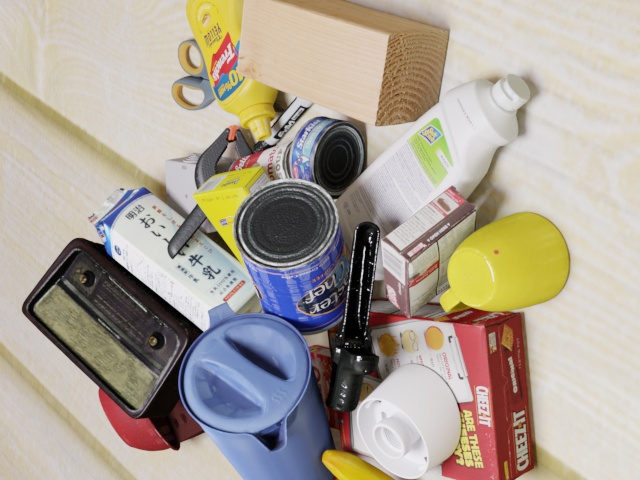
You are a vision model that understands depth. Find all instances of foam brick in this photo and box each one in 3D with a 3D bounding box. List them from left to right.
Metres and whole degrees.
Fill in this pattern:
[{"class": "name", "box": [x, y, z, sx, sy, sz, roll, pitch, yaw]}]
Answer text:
[{"class": "foam brick", "box": [-0.162, 0.229, 1.416, 0.078, 0.051, 0.053, -36, 75, 45]}]

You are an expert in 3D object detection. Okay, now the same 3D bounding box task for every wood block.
[{"class": "wood block", "box": [0.018, -0.189, 1.082, 0.206, 0.090, 0.091, 26, 119, 40]}]

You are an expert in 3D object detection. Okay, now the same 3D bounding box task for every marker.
[{"class": "marker", "box": [-0.042, -0.133, 1.213, 0.121, 0.020, 0.020, -43, 69, 44]}]

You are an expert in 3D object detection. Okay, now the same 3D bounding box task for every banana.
[{"class": "banana", "box": [0.086, 0.282, 1.136, 0.198, 0.037, 0.069, 36, 172, 7]}]

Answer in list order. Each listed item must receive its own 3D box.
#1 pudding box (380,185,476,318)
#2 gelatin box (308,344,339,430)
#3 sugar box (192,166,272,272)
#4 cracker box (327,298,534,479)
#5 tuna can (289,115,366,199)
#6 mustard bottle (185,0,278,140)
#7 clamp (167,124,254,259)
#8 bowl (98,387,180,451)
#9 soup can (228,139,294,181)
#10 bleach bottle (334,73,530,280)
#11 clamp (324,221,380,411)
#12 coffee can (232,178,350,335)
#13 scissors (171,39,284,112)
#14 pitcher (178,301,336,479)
[{"class": "pudding box", "box": [0.104, 0.013, 1.013, 0.039, 0.090, 0.113, 44, 162, 25]}, {"class": "gelatin box", "box": [0.012, 0.171, 1.230, 0.073, 0.030, 0.089, 9, 107, 46]}, {"class": "sugar box", "box": [-0.058, 0.002, 1.190, 0.094, 0.048, 0.176, -5, 125, 48]}, {"class": "cracker box", "box": [0.108, 0.148, 1.092, 0.214, 0.071, 0.164, 3, 103, 46]}, {"class": "tuna can", "box": [0.009, -0.086, 1.123, 0.034, 0.085, 0.086, 16, 112, 42]}, {"class": "mustard bottle", "box": [-0.092, -0.202, 1.208, 0.096, 0.058, 0.191, -33, 72, 46]}, {"class": "clamp", "box": [-0.122, -0.049, 1.257, 0.039, 0.120, 0.171, 155, 113, -76]}, {"class": "bowl", "box": [-0.253, 0.225, 1.440, 0.162, 0.055, 0.162, 59, 179, 1]}, {"class": "soup can", "box": [-0.047, -0.072, 1.200, 0.102, 0.068, 0.068, -13, 91, 47]}, {"class": "bleach bottle", "box": [0.113, -0.066, 1.036, 0.251, 0.067, 0.102, -43, 71, 41]}, {"class": "clamp", "box": [0.032, 0.094, 1.038, 0.210, 0.036, 0.164, 101, 175, -57]}, {"class": "coffee can", "box": [-0.023, 0.019, 1.063, 0.103, 0.102, 0.140, 46, 165, 29]}, {"class": "scissors", "box": [-0.116, -0.197, 1.277, 0.202, 0.016, 0.096, 4, 103, 46]}, {"class": "pitcher", "box": [-0.057, 0.183, 1.134, 0.145, 0.149, 0.243, 12, 149, 20]}]
